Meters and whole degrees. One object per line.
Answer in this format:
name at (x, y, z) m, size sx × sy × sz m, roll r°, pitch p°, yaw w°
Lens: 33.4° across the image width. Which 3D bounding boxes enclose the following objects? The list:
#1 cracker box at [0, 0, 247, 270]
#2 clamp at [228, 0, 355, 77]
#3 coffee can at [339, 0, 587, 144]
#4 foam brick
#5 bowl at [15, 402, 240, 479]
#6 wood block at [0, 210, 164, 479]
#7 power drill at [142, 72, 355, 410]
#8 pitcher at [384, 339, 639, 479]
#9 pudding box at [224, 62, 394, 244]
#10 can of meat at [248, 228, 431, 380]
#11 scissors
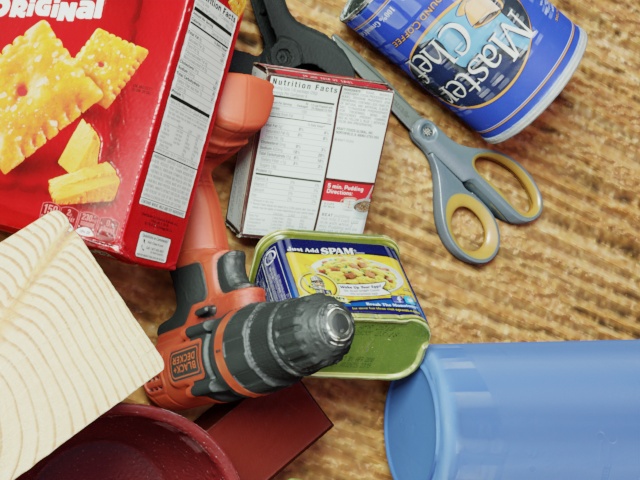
cracker box at (-0.138, -0.105, 0.599) m, size 0.164 × 0.072 × 0.214 m, roll 14°, pitch 88°, yaw 21°
clamp at (-0.041, -0.118, 0.719) m, size 0.120 × 0.039 × 0.171 m, roll -42°, pitch 101°, yaw -10°
coffee can at (0.099, -0.150, 0.743) m, size 0.140 × 0.103 × 0.102 m, roll 37°, pitch 71°, yaw -13°
foam brick at (-0.042, 0.121, 0.678) m, size 0.078 × 0.053 × 0.051 m, roll -37°, pitch 97°, yaw -21°
bowl at (-0.127, 0.169, 0.627) m, size 0.161 × 0.055 × 0.162 m, roll -3°, pitch 97°, yaw -22°
wood block at (-0.164, 0.057, 0.555) m, size 0.090 × 0.206 × 0.090 m, roll -35°, pitch 96°, yaw -21°
power drill at (-0.054, 0.001, 0.630) m, size 0.057 × 0.185 × 0.187 m, roll 5°, pitch 72°, yaw -39°
pitcher at (0.171, 0.139, 0.726) m, size 0.242 × 0.145 × 0.149 m, roll 3°, pitch 51°, yaw -18°
pudding box at (-0.008, -0.055, 0.701) m, size 0.090 × 0.039 × 0.113 m, roll 6°, pitch 105°, yaw -20°
can of meat at (0.012, 0.041, 0.682) m, size 0.102 × 0.084 × 0.057 m, roll 4°, pitch 126°, yaw -19°
scissors at (0.073, -0.057, 0.768) m, size 0.201 × 0.016 × 0.096 m, roll 30°, pitch 73°, yaw -15°
